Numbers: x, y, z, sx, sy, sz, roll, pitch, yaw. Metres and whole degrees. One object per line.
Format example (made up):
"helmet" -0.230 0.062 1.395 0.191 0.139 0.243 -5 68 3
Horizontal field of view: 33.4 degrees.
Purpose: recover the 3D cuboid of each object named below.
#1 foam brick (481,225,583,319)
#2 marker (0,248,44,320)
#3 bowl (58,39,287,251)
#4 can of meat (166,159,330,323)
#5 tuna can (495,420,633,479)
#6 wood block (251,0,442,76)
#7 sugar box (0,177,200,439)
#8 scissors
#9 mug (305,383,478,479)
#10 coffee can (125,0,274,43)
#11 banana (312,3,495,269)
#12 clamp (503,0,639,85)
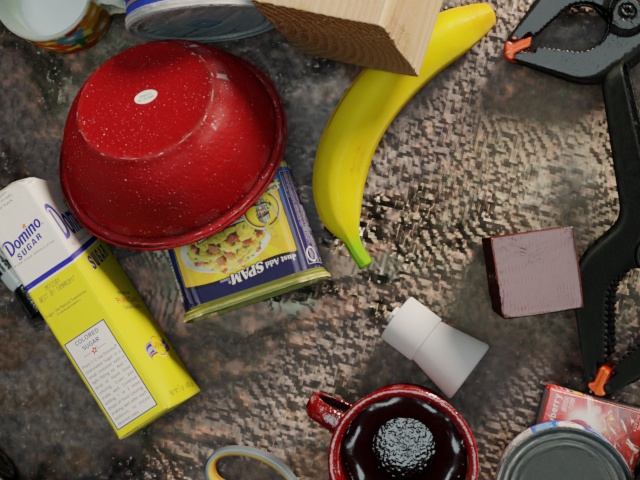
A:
"foam brick" 0.136 0.020 0.690 0.051 0.078 0.053 -8 88 4
"marker" -0.232 0.008 0.760 0.020 0.020 0.121 -40 85 4
"bowl" -0.106 -0.076 0.695 0.162 0.055 0.162 -6 60 11
"can of meat" -0.055 0.001 0.722 0.102 0.057 0.084 -19 85 5
"tuna can" 0.154 0.158 0.677 0.086 0.033 0.086 0 89 8
"wood block" 0.042 -0.222 0.677 0.091 0.090 0.206 16 84 23
"sugar box" -0.152 0.042 0.713 0.048 0.093 0.176 -31 86 4
"scissors" 0.001 0.215 0.733 0.202 0.016 0.096 31 94 6
"mug" 0.044 0.132 0.696 0.117 0.081 0.093 25 92 6
"coffee can" -0.082 -0.210 0.704 0.103 0.102 0.140 -5 88 6
"banana" 0.045 -0.082 0.724 0.069 0.037 0.198 27 93 -8
"clamp" 0.204 -0.161 0.704 0.171 0.039 0.120 -8 87 6
